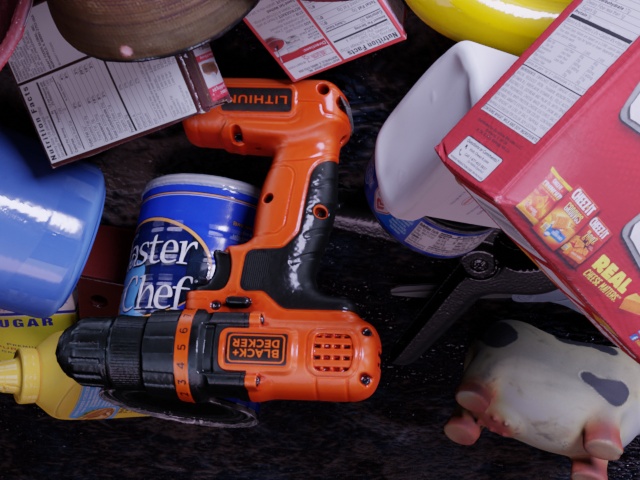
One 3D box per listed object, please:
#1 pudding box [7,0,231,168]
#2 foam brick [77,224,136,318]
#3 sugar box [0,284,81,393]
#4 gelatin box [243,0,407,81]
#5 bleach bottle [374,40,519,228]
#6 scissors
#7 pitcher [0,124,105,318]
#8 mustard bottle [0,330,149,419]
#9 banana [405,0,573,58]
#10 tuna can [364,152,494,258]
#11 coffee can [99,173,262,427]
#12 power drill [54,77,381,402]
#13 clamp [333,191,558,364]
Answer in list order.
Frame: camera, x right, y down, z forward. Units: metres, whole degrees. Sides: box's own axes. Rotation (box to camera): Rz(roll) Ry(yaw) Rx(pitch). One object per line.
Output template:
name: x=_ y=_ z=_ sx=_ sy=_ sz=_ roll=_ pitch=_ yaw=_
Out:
pudding box: x=-0.118 y=-0.099 z=0.594 sx=0.114 sy=0.039 sz=0.090 roll=-14 pitch=105 yaw=28
foam brick: x=-0.134 y=0.028 z=0.776 sx=0.078 sy=0.051 sz=0.053 roll=10 pitch=141 yaw=-2
sugar box: x=-0.228 y=0.062 z=0.840 sx=0.093 sy=0.048 sz=0.176 roll=6 pitch=143 yaw=1
gelatin box: x=-0.005 y=-0.133 z=0.569 sx=0.073 sy=0.030 sz=0.089 roll=-18 pitch=135 yaw=27
bleach bottle: x=0.163 y=-0.036 z=0.611 sx=0.250 sy=0.068 sz=0.103 roll=12 pitch=141 yaw=-27
scissors: x=0.155 y=0.023 z=0.749 sx=0.201 sy=0.016 sz=0.096 roll=9 pitch=140 yaw=-1
pitcher: x=-0.270 y=-0.030 z=0.671 sx=0.242 sy=0.145 sz=0.149 roll=21 pitch=180 yaw=-20
mustard bottle: x=-0.155 y=0.101 z=0.815 sx=0.191 sy=0.058 sz=0.096 roll=1 pitch=145 yaw=-28
banana: x=0.118 y=-0.121 z=0.556 sx=0.197 sy=0.037 sz=0.070 roll=14 pitch=144 yaw=-8
tuna can: x=0.070 y=-0.032 z=0.637 sx=0.086 sy=0.086 sz=0.034 roll=19 pitch=142 yaw=-14
coffee can: x=-0.078 y=0.041 z=0.691 sx=0.103 sy=0.140 sz=0.103 roll=8 pitch=161 yaw=3
power drill: x=-0.054 y=0.001 z=0.617 sx=0.184 sy=0.187 sz=0.057 roll=2 pitch=165 yaw=6
clamp: x=0.097 y=0.000 z=0.710 sx=0.210 sy=0.036 sz=0.164 roll=-23 pitch=124 yaw=28
